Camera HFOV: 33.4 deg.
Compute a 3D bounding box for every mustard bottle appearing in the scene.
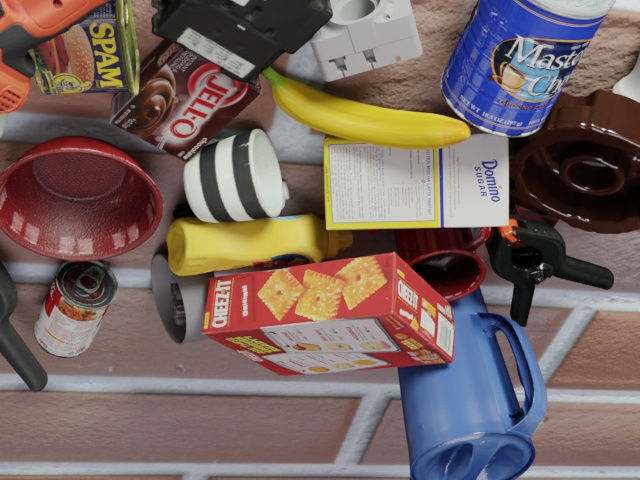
[{"bbox_3d":[-0.057,0.002,1.104,0.191,0.058,0.096,-3,172,-20],"label":"mustard bottle"}]

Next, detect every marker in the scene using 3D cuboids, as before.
[{"bbox_3d":[-0.093,-0.039,1.097,0.121,0.020,0.020,-12,141,5],"label":"marker"}]

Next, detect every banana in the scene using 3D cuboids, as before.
[{"bbox_3d":[0.038,-0.112,0.975,0.198,0.037,0.069,16,172,7],"label":"banana"}]

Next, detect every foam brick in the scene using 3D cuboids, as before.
[{"bbox_3d":[0.212,-0.022,1.142,0.051,0.053,0.078,6,139,-18],"label":"foam brick"}]

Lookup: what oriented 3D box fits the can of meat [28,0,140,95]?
[{"bbox_3d":[-0.199,-0.169,0.892,0.084,0.057,0.102,-2,140,-3],"label":"can of meat"}]

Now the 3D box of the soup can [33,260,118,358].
[{"bbox_3d":[-0.269,0.075,1.167,0.068,0.068,0.102,12,137,-23],"label":"soup can"}]

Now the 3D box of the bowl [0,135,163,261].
[{"bbox_3d":[-0.233,-0.050,1.031,0.162,0.055,0.162,-5,141,-4],"label":"bowl"}]

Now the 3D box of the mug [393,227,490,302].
[{"bbox_3d":[0.131,0.002,1.135,0.093,0.081,0.117,26,130,-34],"label":"mug"}]

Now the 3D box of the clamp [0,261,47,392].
[{"bbox_3d":[-0.382,0.073,1.155,0.164,0.036,0.210,12,132,9],"label":"clamp"}]

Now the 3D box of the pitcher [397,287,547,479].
[{"bbox_3d":[0.154,0.143,1.182,0.149,0.243,0.145,-8,141,0],"label":"pitcher"}]

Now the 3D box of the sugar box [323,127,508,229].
[{"bbox_3d":[0.092,-0.060,1.030,0.176,0.048,0.093,-1,106,5],"label":"sugar box"}]

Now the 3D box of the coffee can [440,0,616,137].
[{"bbox_3d":[0.174,-0.173,0.913,0.102,0.103,0.140,5,139,-16],"label":"coffee can"}]

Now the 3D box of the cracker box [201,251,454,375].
[{"bbox_3d":[0.012,0.080,1.106,0.214,0.072,0.164,-8,154,27],"label":"cracker box"}]

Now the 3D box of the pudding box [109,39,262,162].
[{"bbox_3d":[-0.123,-0.131,0.964,0.089,0.039,0.114,27,129,-36],"label":"pudding box"}]

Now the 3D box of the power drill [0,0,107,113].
[{"bbox_3d":[-0.225,-0.177,0.765,0.188,0.057,0.184,-32,159,11],"label":"power drill"}]

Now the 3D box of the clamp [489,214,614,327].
[{"bbox_3d":[0.240,0.025,1.131,0.120,0.039,0.171,-25,138,9],"label":"clamp"}]
